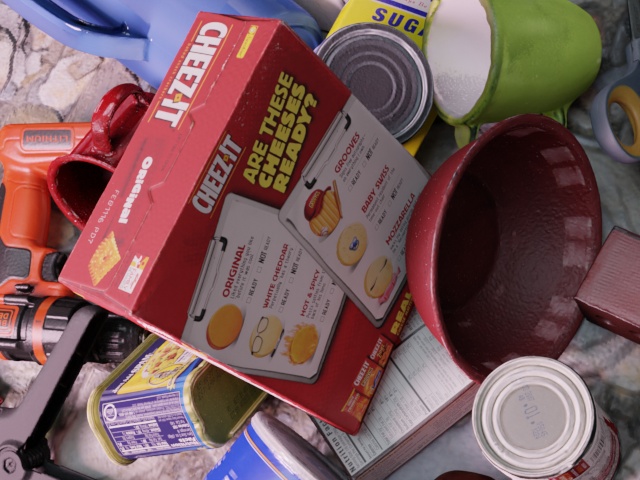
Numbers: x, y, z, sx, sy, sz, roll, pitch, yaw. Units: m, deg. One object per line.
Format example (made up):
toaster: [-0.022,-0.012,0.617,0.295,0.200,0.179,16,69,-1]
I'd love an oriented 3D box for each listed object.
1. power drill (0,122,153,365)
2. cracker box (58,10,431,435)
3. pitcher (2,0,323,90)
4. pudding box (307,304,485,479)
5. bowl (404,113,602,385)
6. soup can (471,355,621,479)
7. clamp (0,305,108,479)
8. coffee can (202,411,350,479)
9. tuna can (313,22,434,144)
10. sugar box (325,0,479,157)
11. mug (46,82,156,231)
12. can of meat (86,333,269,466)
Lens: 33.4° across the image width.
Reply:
power drill: [-0.199,0.003,0.814,0.185,0.057,0.187,2,69,17]
cracker box: [-0.022,-0.002,0.604,0.072,0.213,0.164,17,77,40]
pitcher: [-0.122,-0.178,0.809,0.243,0.145,0.149,40,89,28]
pudding box: [0.045,0.090,0.685,0.113,0.039,0.090,-40,60,6]
bowl: [0.101,0.004,0.638,0.055,0.161,0.162,11,73,46]
soup can: [0.129,0.109,0.603,0.069,0.102,0.068,-8,67,20]
clamp: [-0.201,0.162,0.752,0.210,0.036,0.164,-30,80,18]
coffee can: [-0.044,0.190,0.645,0.103,0.102,0.140,39,88,30]
tuna can: [0.030,-0.098,0.696,0.086,0.034,0.086,1,87,-12]
sugar box: [0.047,-0.123,0.742,0.093,0.048,0.176,29,84,-9]
mug: [-0.133,-0.059,0.745,0.093,0.117,0.081,15,52,21]
can of meat: [-0.086,0.097,0.696,0.084,0.057,0.102,-14,19,32]
